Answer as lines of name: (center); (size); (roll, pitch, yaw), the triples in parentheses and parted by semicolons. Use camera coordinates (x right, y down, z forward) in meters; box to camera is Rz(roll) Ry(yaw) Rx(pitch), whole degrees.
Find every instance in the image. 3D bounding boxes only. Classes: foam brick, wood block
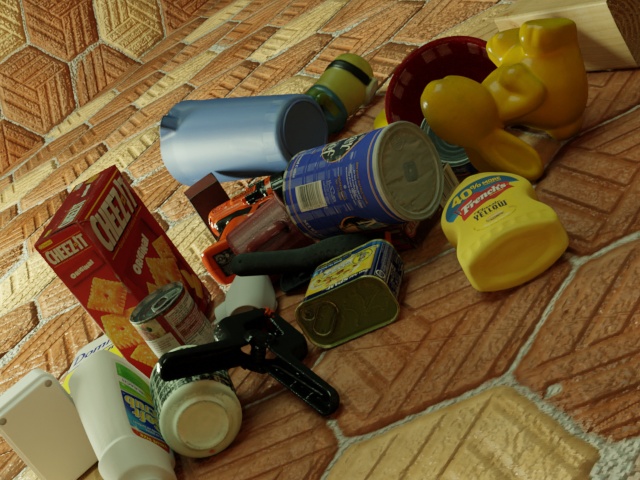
foam brick: (-0.152, -0.048, 1.527); (0.051, 0.078, 0.053); (-34, 21, -4)
wood block: (0.319, -0.262, 1.283); (0.090, 0.090, 0.206); (-41, 21, -18)

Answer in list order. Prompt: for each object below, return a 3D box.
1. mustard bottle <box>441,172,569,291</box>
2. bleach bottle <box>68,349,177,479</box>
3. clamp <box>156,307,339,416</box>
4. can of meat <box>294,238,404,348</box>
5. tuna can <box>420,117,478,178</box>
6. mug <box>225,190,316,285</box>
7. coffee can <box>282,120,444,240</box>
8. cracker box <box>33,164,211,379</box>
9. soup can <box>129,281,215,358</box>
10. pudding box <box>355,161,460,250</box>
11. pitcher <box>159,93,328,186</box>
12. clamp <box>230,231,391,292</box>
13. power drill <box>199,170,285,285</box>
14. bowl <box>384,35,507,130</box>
mustard bottle: (0.166, -0.021, 1.022); (0.096, 0.058, 0.191); (-30, 21, 7)
bleach bottle: (-0.179, 0.196, 1.027); (0.068, 0.102, 0.251); (-45, 27, -1)
clamp: (-0.051, 0.111, 1.026); (0.164, 0.036, 0.210); (15, 13, 6)
can of meat: (0.032, 0.051, 1.065); (0.102, 0.057, 0.084); (-25, 21, 23)
tuna can: (0.156, -0.116, 1.212); (0.086, 0.033, 0.086); (-7, 70, 19)
mug: (-0.058, 0.002, 1.250); (0.081, 0.093, 0.117); (-38, -4, 1)
coffee can: (0.044, -0.060, 1.120); (0.141, 0.102, 0.102); (-12, 30, 45)
cracker box: (-0.220, 0.037, 1.244); (0.072, 0.213, 0.164); (-27, 21, 17)
soup can: (-0.148, 0.104, 1.149); (0.068, 0.102, 0.068); (-29, 21, 12)
pudding box: (0.092, -0.034, 1.185); (0.090, 0.039, 0.113); (-9, 32, 48)
pitcher: (-0.103, -0.146, 1.555); (0.243, 0.145, 0.149); (0, 25, 42)
clamp: (0.002, 0.025, 1.157); (0.172, 0.039, 0.120); (-8, -11, 17)
power drill: (-0.077, -0.027, 1.402); (0.185, 0.057, 0.187); (-28, 19, 19)
bowl: (0.161, -0.161, 1.276); (0.162, 0.055, 0.162); (-6, 71, 19)
